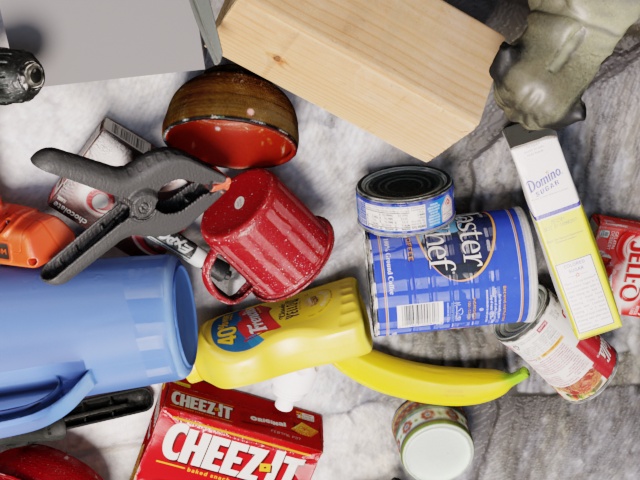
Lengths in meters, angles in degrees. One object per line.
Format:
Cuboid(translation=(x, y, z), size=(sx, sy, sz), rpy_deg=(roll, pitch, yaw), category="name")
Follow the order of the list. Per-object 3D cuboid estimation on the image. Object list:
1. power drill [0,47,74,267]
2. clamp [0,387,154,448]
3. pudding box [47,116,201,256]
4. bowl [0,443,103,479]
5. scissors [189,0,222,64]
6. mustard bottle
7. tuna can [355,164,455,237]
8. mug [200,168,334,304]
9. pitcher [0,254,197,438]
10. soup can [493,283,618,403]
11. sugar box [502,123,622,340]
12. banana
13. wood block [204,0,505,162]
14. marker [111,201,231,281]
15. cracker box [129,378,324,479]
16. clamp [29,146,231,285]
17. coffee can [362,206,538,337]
Cuboid(translation=(-0.267, -0.071, 0.865), size=(0.185, 0.057, 0.187), rpy_deg=(7, 124, 36), category="power drill")
Cuboid(translation=(-0.278, 0.173, 0.986), size=(0.210, 0.164, 0.036), rpy_deg=(-13, 85, 13), category="clamp")
Cuboid(translation=(-0.166, -0.041, 0.932), size=(0.113, 0.039, 0.090), rpy_deg=(34, 109, -18), category="pudding box")
Cuboid(translation=(-0.260, 0.245, 1.035), size=(0.162, 0.055, 0.162), rpy_deg=(18, 146, 13), category="bowl")
Cuboid(translation=(-0.089, -0.235, 0.799), size=(0.096, 0.016, 0.202), rpy_deg=(-32, 79, -5), category="scissors")
Cuboid(translation=(-0.051, 0.091, 0.969), size=(0.191, 0.096, 0.058), rpy_deg=(-16, 116, 6), category="mustard bottle")
Cuboid(translation=(0.073, -0.035, 0.919), size=(0.086, 0.086, 0.034), rpy_deg=(-6, 114, 0), category="tuna can")
Cuboid(translation=(-0.056, 0.001, 0.913), size=(0.117, 0.093, 0.081), rpy_deg=(-49, 125, -6), category="mug")
Cuboid(translation=(-0.233, 0.086, 0.907), size=(0.243, 0.145, 0.149), rpy_deg=(-7, 86, 4), category="pitcher")
Cuboid(translation=(0.219, 0.096, 0.998), size=(0.102, 0.068, 0.069), rpy_deg=(40, 108, -18), category="soup can")
Cuboid(translation=(0.206, -0.014, 0.912), size=(0.048, 0.093, 0.176), rpy_deg=(-17, 104, 10), category="sugar box")
Cuboid(translation=(0.095, 0.126, 1.020), size=(0.198, 0.037, 0.070), rpy_deg=(7, 131, 0), category="banana")
Cuboid(translation=(0.028, -0.156, 0.838), size=(0.206, 0.090, 0.091), rpy_deg=(26, 156, -14), category="wood block")
Cuboid(translation=(-0.127, 0.001, 0.925), size=(0.121, 0.020, 0.020), rpy_deg=(33, 110, -24), category="marker")
Cuboid(translation=(-0.108, 0.255, 1.060), size=(0.164, 0.072, 0.214), rpy_deg=(17, 113, -11), category="cracker box")
Cuboid(translation=(-0.156, -0.024, 0.869), size=(0.171, 0.039, 0.120), rpy_deg=(-6, 128, -32), category="clamp")
Cuboid(translation=(0.112, 0.028, 0.941), size=(0.140, 0.103, 0.103), rpy_deg=(-6, 116, 1), category="coffee can")
